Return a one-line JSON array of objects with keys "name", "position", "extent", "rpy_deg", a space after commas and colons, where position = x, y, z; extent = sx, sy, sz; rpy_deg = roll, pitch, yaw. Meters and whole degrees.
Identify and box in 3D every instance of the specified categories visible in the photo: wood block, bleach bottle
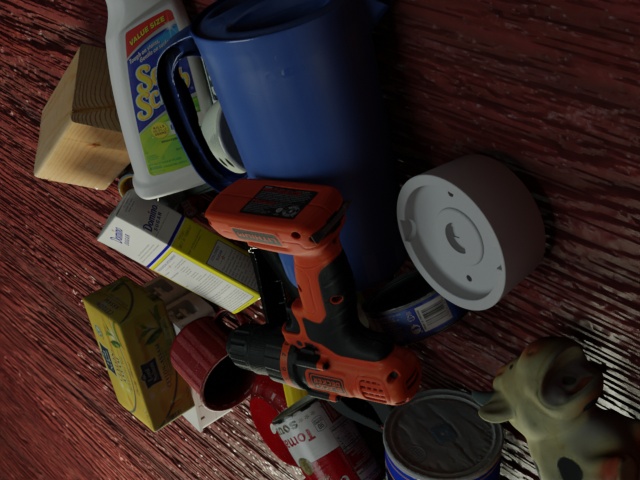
[{"name": "wood block", "position": [-0.252, -0.131, 1.191], "extent": [0.206, 0.090, 0.090], "rpy_deg": [153, 124, -62]}, {"name": "bleach bottle", "position": [-0.167, -0.171, 1.038], "extent": [0.068, 0.102, 0.251], "rpy_deg": [-119, 13, -63]}]

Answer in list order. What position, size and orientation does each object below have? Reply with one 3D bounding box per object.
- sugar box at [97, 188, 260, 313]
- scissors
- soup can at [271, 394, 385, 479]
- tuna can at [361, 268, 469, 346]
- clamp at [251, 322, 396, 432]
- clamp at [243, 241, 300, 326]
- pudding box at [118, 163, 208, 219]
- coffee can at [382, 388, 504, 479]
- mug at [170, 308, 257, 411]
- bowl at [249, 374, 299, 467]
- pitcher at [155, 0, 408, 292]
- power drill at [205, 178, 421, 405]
[{"name": "sugar box", "position": [-0.145, 0.013, 1.147], "extent": [0.176, 0.048, 0.093], "rpy_deg": [32, 154, -13]}, {"name": "scissors", "position": [-0.152, -0.035, 1.164], "extent": [0.202, 0.016, 0.096], "rpy_deg": [10, 124, 43]}, {"name": "soup can", "position": [0.007, 0.199, 1.024], "extent": [0.102, 0.068, 0.069], "rpy_deg": [58, 152, 1]}, {"name": "tuna can", "position": [0.079, 0.052, 0.864], "extent": [0.086, 0.086, 0.034], "rpy_deg": [-5, 114, 60]}, {"name": "clamp", "position": [0.007, 0.119, 0.963], "extent": [0.120, 0.039, 0.171], "rpy_deg": [-8, 130, 51]}, {"name": "clamp", "position": [-0.057, 0.001, 1.049], "extent": [0.210, 0.036, 0.165], "rpy_deg": [65, 159, 12]}, {"name": "pudding box", "position": [-0.185, -0.058, 1.236], "extent": [0.114, 0.039, 0.090], "rpy_deg": [-17, 101, 61]}, {"name": "coffee can", "position": [0.109, 0.217, 0.951], "extent": [0.103, 0.102, 0.140], "rpy_deg": [35, 143, 38]}, {"name": "mug", "position": [-0.122, 0.133, 1.273], "extent": [0.082, 0.093, 0.117], "rpy_deg": [38, 112, 39]}, {"name": "bowl", "position": [-0.032, 0.203, 1.216], "extent": [0.162, 0.055, 0.162], "rpy_deg": [39, 145, 34]}, {"name": "pitcher", "position": [-0.015, -0.078, 0.843], "extent": [0.149, 0.144, 0.243], "rpy_deg": [20, 135, 46]}, {"name": "power drill", "position": [-0.022, 0.042, 0.829], "extent": [0.185, 0.057, 0.187], "rpy_deg": [6, 131, 35]}]
